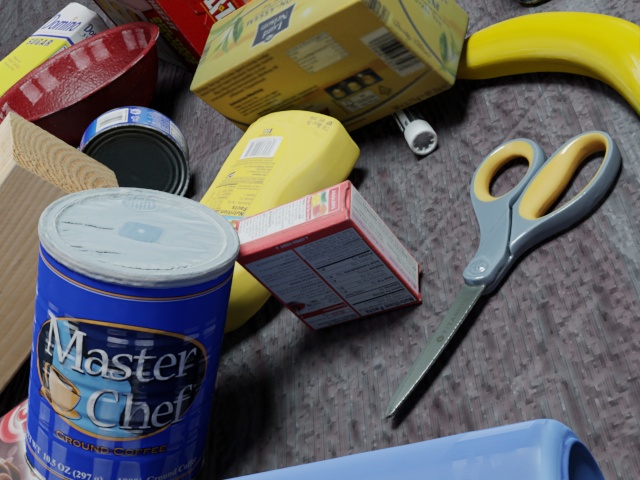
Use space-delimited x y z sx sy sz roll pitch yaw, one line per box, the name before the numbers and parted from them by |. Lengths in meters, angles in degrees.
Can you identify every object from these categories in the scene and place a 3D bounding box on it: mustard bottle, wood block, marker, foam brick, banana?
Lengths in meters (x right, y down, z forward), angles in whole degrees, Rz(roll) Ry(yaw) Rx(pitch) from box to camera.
mustard bottle | -0.054 0.001 0.693 0.096 0.058 0.191 2 50 44
wood block | -0.234 0.027 0.749 0.206 0.090 0.090 -51 31 13
marker | 0.055 -0.096 0.741 0.020 0.020 0.121 -33 35 8
foam brick | -0.208 -0.155 1.008 0.078 0.051 0.053 -32 17 10
banana | 0.150 -0.111 0.656 0.069 0.037 0.198 -43 34 -9

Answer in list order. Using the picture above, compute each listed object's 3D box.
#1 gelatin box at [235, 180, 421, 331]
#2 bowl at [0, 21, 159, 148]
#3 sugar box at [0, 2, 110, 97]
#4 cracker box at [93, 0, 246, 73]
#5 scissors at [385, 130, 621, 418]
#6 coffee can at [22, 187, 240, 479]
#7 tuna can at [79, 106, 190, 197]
gelatin box | 0.006 0.011 0.599 0.073 0.089 0.030 -19 48 25
bowl | -0.198 -0.123 0.915 0.162 0.055 0.162 -21 29 12
sugar box | -0.308 -0.182 1.149 0.176 0.048 0.093 -45 35 -8
cracker box | -0.159 -0.240 0.975 0.072 0.164 0.214 -47 35 -9
scissors | 0.084 0.008 0.598 0.201 0.016 0.096 -44 33 -8
coffee can | -0.104 0.056 0.575 0.102 0.140 0.103 9 25 -4
tuna can | -0.143 -0.059 0.820 0.086 0.086 0.034 -29 33 13
